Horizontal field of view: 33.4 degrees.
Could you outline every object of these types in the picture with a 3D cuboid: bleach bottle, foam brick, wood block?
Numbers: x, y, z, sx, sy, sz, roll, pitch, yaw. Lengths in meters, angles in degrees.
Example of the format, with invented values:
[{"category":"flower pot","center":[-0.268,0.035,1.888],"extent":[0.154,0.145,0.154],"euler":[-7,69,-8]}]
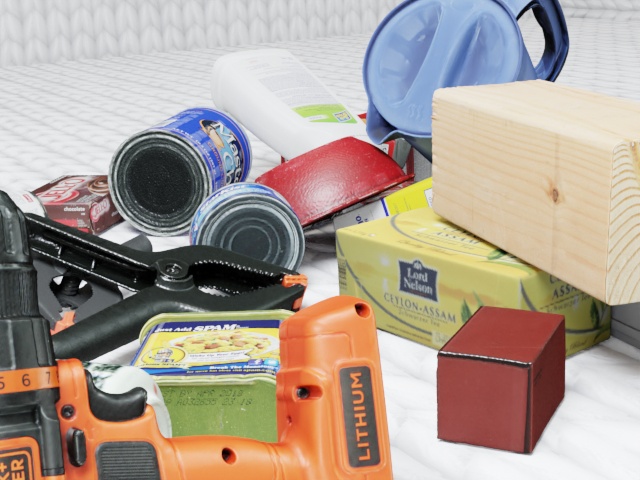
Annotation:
[{"category":"bleach bottle","center":[-0.017,-0.115,1.069],"extent":[0.102,0.068,0.251],"euler":[-13,37,-24]},{"category":"foam brick","center":[0.100,0.073,0.582],"extent":[0.051,0.053,0.078],"euler":[5,17,25]},{"category":"wood block","center":[0.153,-0.039,0.655],"extent":[0.090,0.091,0.206],"euler":[-8,18,-19]}]

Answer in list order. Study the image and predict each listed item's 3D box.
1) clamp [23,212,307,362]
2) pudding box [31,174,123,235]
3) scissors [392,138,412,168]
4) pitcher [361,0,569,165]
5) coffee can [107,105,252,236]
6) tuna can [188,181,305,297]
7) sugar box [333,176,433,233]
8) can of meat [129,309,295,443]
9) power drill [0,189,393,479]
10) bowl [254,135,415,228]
[{"category":"clamp","center":[-0.112,0.029,0.735],"extent":[0.209,0.036,0.165],"euler":[-2,35,-29]},{"category":"pudding box","center":[-0.241,-0.036,1.060],"extent":[0.090,0.039,0.113],"euler":[1,16,16]},{"category":"scissors","center":[0.100,-0.097,1.040],"extent":[0.096,0.016,0.202],"euler":[8,24,-11]},{"category":"pitcher","center":[0.148,-0.118,0.945],"extent":[0.149,0.145,0.242],"euler":[-1,-17,24]},{"category":"coffee can","center":[-0.134,-0.071,1.050],"extent":[0.103,0.103,0.140],"euler":[1,16,12]},{"category":"tuna can","center":[-0.055,0.001,0.808],"extent":[0.086,0.086,0.034],"euler":[-6,18,-11]},{"category":"sugar box","center":[0.101,-0.033,0.867],"extent":[0.177,0.048,0.093],"euler":[-16,2,44]},{"category":"can of meat","center":[-0.056,0.080,0.579],"extent":[0.102,0.057,0.084],"euler":[-2,18,5]},{"category":"power drill","center":[-0.066,0.066,0.434],"extent":[0.187,0.184,0.057],"euler":[-3,-5,-27]},{"category":"bowl","center":[-0.003,-0.046,0.908],"extent":[0.162,0.055,0.162],"euler":[-24,0,0]}]
